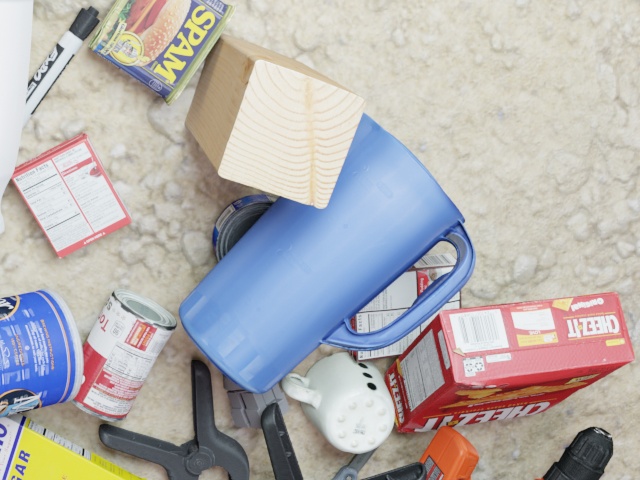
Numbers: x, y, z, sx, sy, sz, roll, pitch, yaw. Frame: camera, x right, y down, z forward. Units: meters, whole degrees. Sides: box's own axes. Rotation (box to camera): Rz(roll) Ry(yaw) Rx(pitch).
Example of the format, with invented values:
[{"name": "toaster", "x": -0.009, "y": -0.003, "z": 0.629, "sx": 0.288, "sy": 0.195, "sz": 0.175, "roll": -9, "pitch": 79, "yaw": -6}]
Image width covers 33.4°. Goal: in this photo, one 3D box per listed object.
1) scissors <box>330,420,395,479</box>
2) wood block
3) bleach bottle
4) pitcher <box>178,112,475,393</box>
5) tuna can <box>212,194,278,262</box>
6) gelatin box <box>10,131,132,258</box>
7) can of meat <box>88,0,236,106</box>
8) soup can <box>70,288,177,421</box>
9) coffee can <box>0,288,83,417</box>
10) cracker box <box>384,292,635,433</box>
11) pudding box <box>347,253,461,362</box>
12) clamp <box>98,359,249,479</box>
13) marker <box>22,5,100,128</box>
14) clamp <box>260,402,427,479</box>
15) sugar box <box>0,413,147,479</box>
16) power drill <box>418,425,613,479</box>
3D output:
[{"name": "scissors", "x": 0.007, "y": 0.241, "z": 1.087, "sx": 0.096, "sy": 0.016, "sz": 0.202, "roll": 19, "pitch": 101, "yaw": -18}, {"name": "wood block", "x": -0.044, "y": -0.104, "z": 0.867, "sx": 0.090, "sy": 0.206, "sz": 0.091, "roll": 18, "pitch": 101, "yaw": -18}, {"name": "bleach bottle", "x": -0.286, "y": -0.094, "z": 0.878, "sx": 0.103, "sy": 0.068, "sz": 0.251, "roll": 10, "pitch": 108, "yaw": 16}, {"name": "pitcher", "x": 0.004, "y": 0.022, "z": 0.918, "sx": 0.243, "sy": 0.149, "sz": 0.145, "roll": -44, "pitch": 122, "yaw": 2}, {"name": "tuna can", "x": -0.056, "y": 0.001, "z": 0.988, "sx": 0.086, "sy": 0.034, "sz": 0.086, "roll": -4, "pitch": 107, "yaw": -13}, {"name": "gelatin box", "x": -0.218, "y": -0.040, "z": 0.939, "sx": 0.073, "sy": 0.030, "sz": 0.089, "roll": -28, "pitch": 111, "yaw": -3}, {"name": "can of meat", "x": -0.135, "y": -0.180, "z": 0.903, "sx": 0.084, "sy": 0.057, "sz": 0.102, "roll": 34, "pitch": 96, "yaw": -18}, {"name": "soup can", "x": -0.183, "y": 0.104, "z": 0.971, "sx": 0.068, "sy": 0.068, "sz": 0.102, "roll": 28, "pitch": 98, "yaw": -20}, {"name": "coffee can", "x": -0.286, "y": 0.102, "z": 0.899, "sx": 0.140, "sy": 0.103, "sz": 0.103, "roll": -10, "pitch": 111, "yaw": -39}, {"name": "cracker box", "x": 0.165, "y": 0.118, "z": 0.985, "sx": 0.164, "sy": 0.214, "sz": 0.072, "roll": -6, "pitch": 70, "yaw": -12}, {"name": "pudding box", "x": 0.081, "y": 0.065, "z": 1.039, "sx": 0.113, "sy": 0.039, "sz": 0.090, "roll": -6, "pitch": 108, "yaw": -10}, {"name": "clamp", "x": -0.116, "y": 0.198, "z": 1.032, "sx": 0.120, "sy": 0.039, "sz": 0.171, "roll": -41, "pitch": 115, "yaw": 6}, {"name": "marker", "x": -0.227, "y": -0.148, "z": 0.909, "sx": 0.020, "sy": 0.020, "sz": 0.121, "roll": 36, "pitch": 96, "yaw": -21}, {"name": "clamp", "x": -0.002, "y": 0.255, "z": 1.027, "sx": 0.164, "sy": 0.036, "sz": 0.210, "roll": 18, "pitch": 123, "yaw": -3}, {"name": "sugar box", "x": -0.256, "y": 0.226, "z": 0.984, "sx": 0.176, "sy": 0.048, "sz": 0.093, "roll": 30, "pitch": 88, "yaw": -14}, {"name": "power drill", "x": 0.183, "y": 0.243, "z": 1.041, "sx": 0.187, "sy": 0.057, "sz": 0.184, "roll": 24, "pitch": 100, "yaw": -27}]
